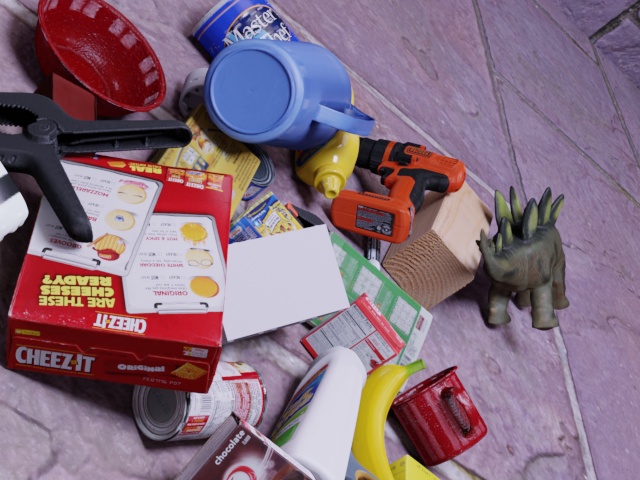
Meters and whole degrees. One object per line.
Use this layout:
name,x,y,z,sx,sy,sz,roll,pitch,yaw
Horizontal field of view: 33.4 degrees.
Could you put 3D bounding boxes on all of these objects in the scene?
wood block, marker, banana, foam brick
wood block,0.166,-0.001,1.469,0.090,0.091,0.205,49,28,-8
marker,0.070,0.005,1.395,0.020,0.020,0.121,40,30,-22
banana,0.061,0.198,1.107,0.037,0.070,0.197,60,31,-38
foam brick,-0.248,-0.108,1.015,0.051,0.053,0.078,28,35,-38

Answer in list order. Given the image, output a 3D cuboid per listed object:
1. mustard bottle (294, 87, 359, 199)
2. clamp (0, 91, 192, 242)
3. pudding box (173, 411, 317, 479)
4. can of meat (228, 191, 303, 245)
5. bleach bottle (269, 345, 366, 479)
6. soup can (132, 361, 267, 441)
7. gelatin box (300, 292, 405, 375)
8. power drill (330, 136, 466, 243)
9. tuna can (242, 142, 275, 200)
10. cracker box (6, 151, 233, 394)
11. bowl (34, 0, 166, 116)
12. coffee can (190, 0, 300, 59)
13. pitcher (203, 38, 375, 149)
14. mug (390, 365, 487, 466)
mustard bottle,0.007,-0.123,1.366,0.058,0.096,0.191,33,33,-32
clamp,-0.227,-0.087,0.922,0.210,0.036,0.164,27,45,20
pudding box,-0.071,0.208,0.850,0.090,0.113,0.039,41,-6,-20
can of meat,-0.058,0.002,1.168,0.084,0.058,0.102,49,28,-2
bleach bottle,-0.007,0.175,1.015,0.068,0.103,0.250,40,23,-6
soup can,-0.104,0.138,0.925,0.102,0.069,0.068,9,50,-52
gelatin box,0.035,0.109,1.144,0.073,0.089,0.030,52,28,-1
power drill,0.083,-0.076,1.412,0.185,0.057,0.187,15,36,19
tuna can,-0.095,-0.090,1.242,0.086,0.034,0.086,36,31,-27
cracker box,-0.163,0.021,0.903,0.164,0.072,0.213,9,42,-9
bowl,-0.240,-0.185,1.112,0.162,0.055,0.162,36,31,-27
coffee can,-0.082,-0.246,1.371,0.140,0.103,0.102,49,28,-5
pitcher,-0.038,-0.162,1.203,0.242,0.149,0.145,-32,101,-77
mug,0.138,0.194,1.180,0.093,0.117,0.081,-28,85,-31
